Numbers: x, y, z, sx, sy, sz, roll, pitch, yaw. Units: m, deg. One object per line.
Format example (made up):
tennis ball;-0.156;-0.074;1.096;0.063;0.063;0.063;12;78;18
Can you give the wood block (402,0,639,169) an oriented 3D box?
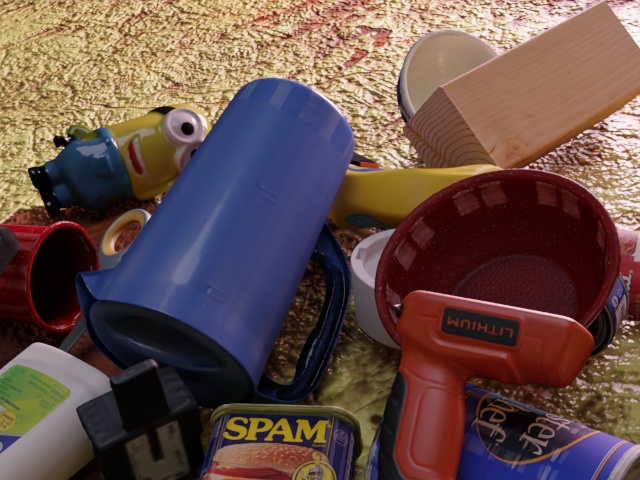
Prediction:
wood block;0.190;-0.124;0.961;0.205;0.090;0.091;-30;83;-26

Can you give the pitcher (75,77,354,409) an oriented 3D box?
pitcher;-0.055;0.001;0.805;0.145;0.149;0.242;6;53;30

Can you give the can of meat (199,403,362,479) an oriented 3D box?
can of meat;-0.028;0.156;0.687;0.102;0.057;0.084;0;39;10

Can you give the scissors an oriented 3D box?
scissors;-0.186;0.042;0.873;0.201;0.016;0.096;-43;42;-13

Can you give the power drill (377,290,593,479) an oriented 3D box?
power drill;0.082;0.128;0.553;0.185;0.057;0.187;11;72;27

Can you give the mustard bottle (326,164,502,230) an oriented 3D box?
mustard bottle;0.065;-0.035;0.897;0.192;0.058;0.096;3;-2;37

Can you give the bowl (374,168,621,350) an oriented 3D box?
bowl;0.120;0.030;0.704;0.162;0.055;0.162;-14;49;16

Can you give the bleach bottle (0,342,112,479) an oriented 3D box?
bleach bottle;-0.249;0.175;0.710;0.103;0.068;0.250;19;47;36

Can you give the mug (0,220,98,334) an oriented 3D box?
mug;-0.240;0.024;0.895;0.082;0.093;0.117;4;24;25

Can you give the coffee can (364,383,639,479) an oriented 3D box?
coffee can;0.111;0.146;0.628;0.140;0.103;0.102;17;44;32
